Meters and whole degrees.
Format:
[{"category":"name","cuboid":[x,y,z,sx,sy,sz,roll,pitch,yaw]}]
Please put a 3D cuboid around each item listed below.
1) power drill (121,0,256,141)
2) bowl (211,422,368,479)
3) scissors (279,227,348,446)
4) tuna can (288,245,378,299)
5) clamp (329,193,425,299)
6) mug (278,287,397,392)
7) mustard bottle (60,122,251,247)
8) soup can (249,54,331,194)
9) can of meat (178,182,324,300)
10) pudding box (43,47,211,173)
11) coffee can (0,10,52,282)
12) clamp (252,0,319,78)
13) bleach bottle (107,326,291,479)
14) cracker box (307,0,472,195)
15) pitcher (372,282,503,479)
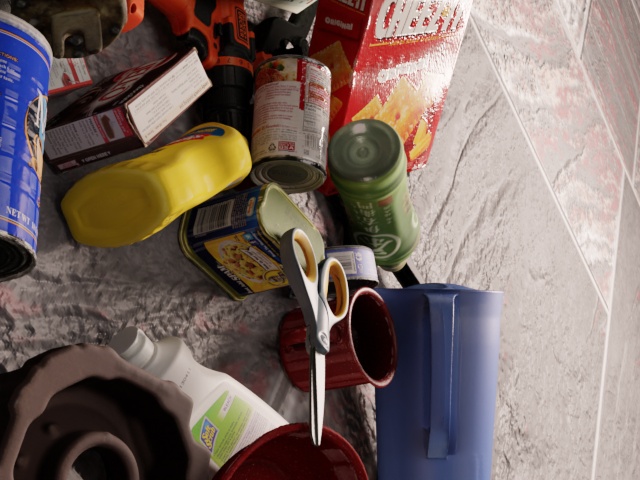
[{"category":"power drill","cuboid":[-0.122,-0.177,0.903,0.187,0.057,0.184,27,51,-57]},{"category":"bowl","cuboid":[-0.037,0.210,0.784,0.161,0.055,0.162,-2,94,-41]},{"category":"scissors","cuboid":[-0.012,0.061,0.824,0.096,0.016,0.201,55,24,-20]},{"category":"tuna can","cuboid":[0.011,0.031,1.011,0.086,0.086,0.034,13,65,-58]},{"category":"clamp","cuboid":[0.044,-0.021,1.141,0.164,0.036,0.210,-19,94,-56]},{"category":"mug","cuboid":[0.009,0.095,0.984,0.117,0.082,0.093,15,65,-57]},{"category":"mustard bottle","cuboid":[-0.108,-0.052,0.830,0.191,0.096,0.058,-37,108,-59]},{"category":"soup can","cuboid":[-0.026,-0.100,0.925,0.068,0.069,0.102,33,53,-50]},{"category":"can of meat","cuboid":[-0.056,0.001,0.910,0.102,0.084,0.057,47,41,-40]},{"category":"pudding box","cuboid":[-0.145,-0.098,0.793,0.039,0.090,0.113,63,32,-23]},{"category":"coffee can","cuboid":[-0.217,-0.055,0.638,0.102,0.103,0.140,28,54,-53]},{"category":"clamp","cuboid":[-0.023,-0.183,1.095,0.120,0.039,0.171,63,35,-11]},{"category":"bleach bottle","cuboid":[-0.075,0.151,0.833,0.250,0.068,0.102,53,44,-32]},{"category":"cracker box","cuboid":[0.061,-0.163,1.043,0.163,0.072,0.214,-18,131,-45]},{"category":"pitcher","cuboid":[0.113,0.163,1.056,0.148,0.145,0.243,5,84,-43]}]
